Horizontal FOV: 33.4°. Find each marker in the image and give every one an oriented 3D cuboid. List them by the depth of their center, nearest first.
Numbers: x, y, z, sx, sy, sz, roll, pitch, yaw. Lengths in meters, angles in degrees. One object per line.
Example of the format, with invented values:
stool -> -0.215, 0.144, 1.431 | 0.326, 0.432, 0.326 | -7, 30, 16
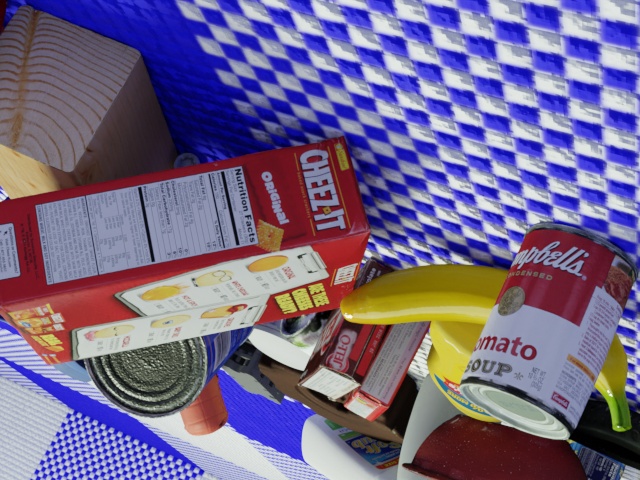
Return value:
marker -> -0.093, -0.032, 0.813 | 0.020, 0.020, 0.121 | 24, 162, 10

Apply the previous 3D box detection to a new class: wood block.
wood block -> -0.161, -0.055, 0.733 | 0.090, 0.090, 0.206 | 24, 162, 11

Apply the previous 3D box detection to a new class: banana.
banana -> 0.110, 0.050, 0.671 | 0.198, 0.069, 0.037 | 21, 162, 22

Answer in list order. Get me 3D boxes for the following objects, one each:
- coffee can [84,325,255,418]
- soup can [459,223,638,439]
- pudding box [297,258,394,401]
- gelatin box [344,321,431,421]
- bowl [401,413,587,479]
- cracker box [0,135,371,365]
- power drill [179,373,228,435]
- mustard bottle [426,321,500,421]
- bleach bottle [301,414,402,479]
coffee can -> -0.118, 0.070, 0.874 | 0.103, 0.103, 0.140 | 25, -161, 6
soup can -> 0.127, 0.051, 0.597 | 0.068, 0.102, 0.068 | 25, 162, 8
pudding box -> 0.023, 0.071, 0.818 | 0.039, 0.090, 0.113 | 27, 162, 0
gelatin box -> 0.053, 0.091, 0.831 | 0.030, 0.089, 0.073 | 28, 162, 2
bowl -> 0.150, 0.178, 0.864 | 0.162, 0.055, 0.162 | 14, 173, 1
cracker box -> -0.086, 0.011, 0.669 | 0.213, 0.072, 0.164 | -12, 163, -7
power drill -> -0.147, 0.102, 1.100 | 0.188, 0.057, 0.184 | 165, 88, -83
mustard bottle -> 0.126, 0.093, 0.783 | 0.096, 0.058, 0.191 | 19, 161, 11
bleach bottle -> 0.071, 0.243, 1.132 | 0.102, 0.068, 0.251 | -1, -172, -24
